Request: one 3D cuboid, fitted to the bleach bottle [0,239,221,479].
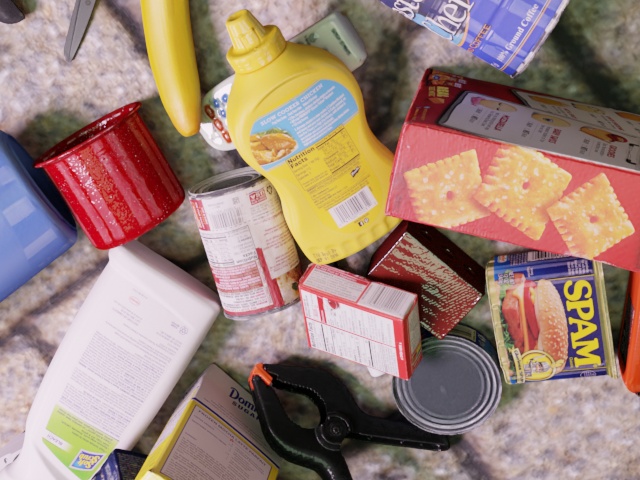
[{"bbox_3d":[-0.185,0.127,0.845,0.102,0.068,0.251,34,94,-6],"label":"bleach bottle"}]

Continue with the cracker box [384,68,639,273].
[{"bbox_3d":[0.159,-0.045,0.710,0.214,0.164,0.072,14,112,5],"label":"cracker box"}]

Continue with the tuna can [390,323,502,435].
[{"bbox_3d":[0.100,0.108,0.842,0.086,0.033,0.086,3,109,9],"label":"tuna can"}]

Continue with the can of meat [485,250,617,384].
[{"bbox_3d":[0.173,0.056,0.800,0.084,0.057,0.102,-8,107,15],"label":"can of meat"}]

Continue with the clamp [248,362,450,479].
[{"bbox_3d":[0.008,0.165,0.847,0.171,0.120,0.039,29,147,3],"label":"clamp"}]

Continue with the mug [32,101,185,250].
[{"bbox_3d":[-0.163,-0.045,0.813,0.117,0.093,0.081,-12,115,45],"label":"mug"}]

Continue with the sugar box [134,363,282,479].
[{"bbox_3d":[-0.082,0.172,0.819,0.093,0.176,0.048,41,108,-5],"label":"sugar box"}]

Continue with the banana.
[{"bbox_3d":[-0.108,-0.176,0.766,0.037,0.070,0.198,-8,117,-21],"label":"banana"}]

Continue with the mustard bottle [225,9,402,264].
[{"bbox_3d":[-0.011,-0.079,0.752,0.096,0.058,0.191,-32,121,1],"label":"mustard bottle"}]

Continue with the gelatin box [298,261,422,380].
[{"bbox_3d":[0.030,0.060,0.799,0.089,0.030,0.073,17,141,24],"label":"gelatin box"}]

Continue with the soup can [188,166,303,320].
[{"bbox_3d":[-0.055,0.001,0.814,0.068,0.068,0.102,-12,106,13],"label":"soup can"}]

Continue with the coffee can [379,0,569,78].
[{"bbox_3d":[0.094,-0.186,0.705,0.140,0.102,0.103,29,111,-1],"label":"coffee can"}]

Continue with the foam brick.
[{"bbox_3d":[0.080,0.026,0.807,0.078,0.053,0.051,39,111,-5],"label":"foam brick"}]

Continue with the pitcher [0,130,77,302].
[{"bbox_3d":[-0.310,0.026,0.815,0.243,0.149,0.145,-35,124,-3],"label":"pitcher"}]
